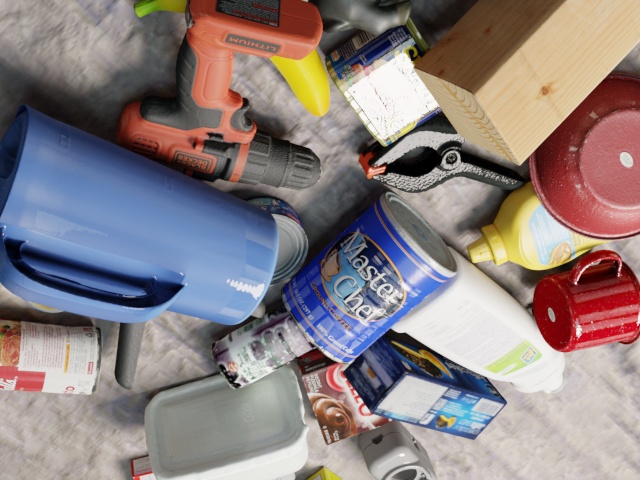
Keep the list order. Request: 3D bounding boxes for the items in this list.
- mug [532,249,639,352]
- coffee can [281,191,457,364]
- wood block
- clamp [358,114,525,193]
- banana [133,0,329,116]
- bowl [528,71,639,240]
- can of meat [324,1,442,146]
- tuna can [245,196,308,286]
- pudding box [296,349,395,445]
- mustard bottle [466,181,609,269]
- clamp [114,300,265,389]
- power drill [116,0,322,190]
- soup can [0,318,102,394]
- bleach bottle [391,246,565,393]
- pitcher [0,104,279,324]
[{"bbox_3d":[0.274,0.060,1.090,0.081,0.093,0.117,-10,131,-18],"label":"mug"},{"bbox_3d":[0.047,0.036,1.029,0.140,0.103,0.102,-42,124,17],"label":"coffee can"},{"bbox_3d":[0.191,-0.175,0.885,0.206,0.090,0.090,-46,126,-5],"label":"wood block"},{"bbox_3d":[0.122,-0.095,0.996,0.171,0.039,0.120,-7,120,-18],"label":"clamp"},{"bbox_3d":[-0.056,-0.173,0.898,0.197,0.037,0.070,28,134,-28],"label":"banana"},{"bbox_3d":[0.279,-0.076,0.993,0.162,0.055,0.162,0,96,-1],"label":"bowl"},{"bbox_3d":[0.063,-0.143,0.935,0.084,0.057,0.102,-32,127,12],"label":"can of meat"},{"bbox_3d":[-0.057,0.001,1.021,0.086,0.034,0.086,-7,126,-10],"label":"tuna can"},{"bbox_3d":[0.031,0.160,1.154,0.090,0.039,0.113,-19,128,-2],"label":"pudding box"},{"bbox_3d":[0.237,-0.022,1.064,0.191,0.058,0.096,-23,126,2],"label":"mustard bottle"},{"bbox_3d":[-0.151,0.034,1.017,0.164,0.036,0.210,-23,123,-8],"label":"clamp"},{"bbox_3d":[-0.063,-0.119,0.887,0.184,0.057,0.188,11,138,-16],"label":"power drill"},{"bbox_3d":[-0.266,0.112,1.025,0.102,0.068,0.069,6,123,-19],"label":"soup can"},{"bbox_3d":[0.178,0.104,1.138,0.103,0.068,0.250,-35,130,22],"label":"bleach bottle"},{"bbox_3d":[-0.160,-0.003,0.887,0.242,0.145,0.149,20,81,-26],"label":"pitcher"}]
